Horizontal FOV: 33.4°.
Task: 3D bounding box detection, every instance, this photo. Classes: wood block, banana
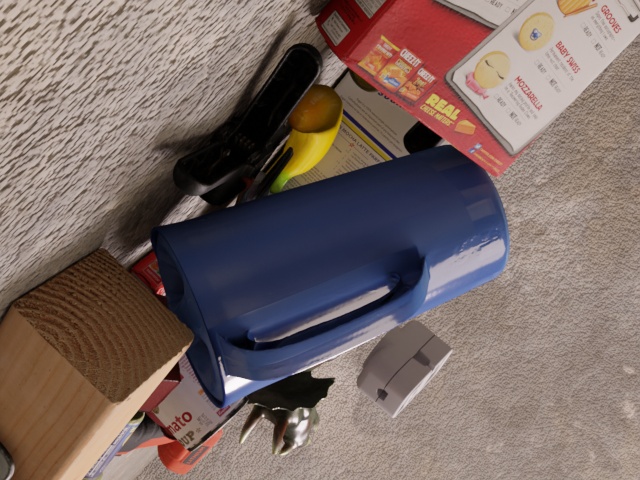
[{"bbox_3d":[-0.184,0.113,0.722,0.206,0.090,0.090,-50,175,36],"label":"wood block"},{"bbox_3d":[-0.008,-0.086,0.838,0.069,0.037,0.198,-64,179,-15],"label":"banana"}]

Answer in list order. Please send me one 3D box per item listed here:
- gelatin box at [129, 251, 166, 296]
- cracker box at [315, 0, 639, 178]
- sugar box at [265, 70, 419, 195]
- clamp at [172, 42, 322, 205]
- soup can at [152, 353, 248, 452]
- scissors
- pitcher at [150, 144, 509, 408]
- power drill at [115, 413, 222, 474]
[{"bbox_3d":[-0.132,0.035,0.869,0.073,0.030,0.089,-42,173,-41],"label":"gelatin box"},{"bbox_3d":[0.126,-0.167,0.681,0.214,0.164,0.072,-48,-142,16],"label":"cracker box"},{"bbox_3d":[0.030,-0.081,0.933,0.176,0.093,0.048,-48,178,22],"label":"sugar box"},{"bbox_3d":[-0.045,-0.070,0.709,0.120,0.039,0.171,-41,-179,-4],"label":"clamp"},{"bbox_3d":[-0.117,0.115,0.882,0.068,0.102,0.068,-41,180,0],"label":"soup can"},{"bbox_3d":[-0.046,-0.046,0.833,0.202,0.016,0.096,-51,-165,51],"label":"scissors"},{"bbox_3d":[0.013,0.020,0.759,0.242,0.149,0.145,-20,159,-16],"label":"pitcher"},{"bbox_3d":[-0.218,0.235,1.200,0.187,0.057,0.185,3,139,-46],"label":"power drill"}]
